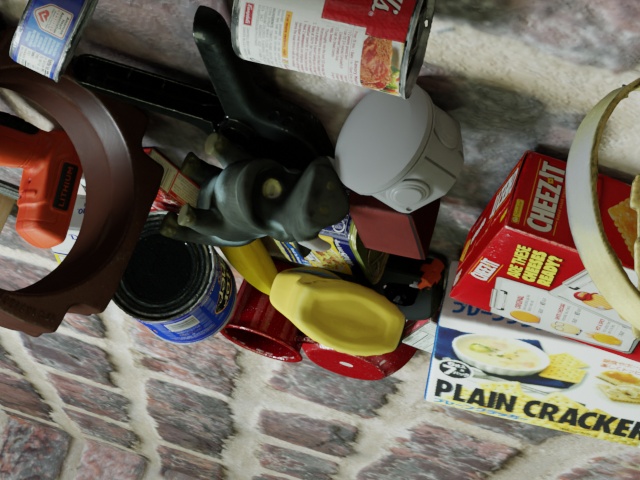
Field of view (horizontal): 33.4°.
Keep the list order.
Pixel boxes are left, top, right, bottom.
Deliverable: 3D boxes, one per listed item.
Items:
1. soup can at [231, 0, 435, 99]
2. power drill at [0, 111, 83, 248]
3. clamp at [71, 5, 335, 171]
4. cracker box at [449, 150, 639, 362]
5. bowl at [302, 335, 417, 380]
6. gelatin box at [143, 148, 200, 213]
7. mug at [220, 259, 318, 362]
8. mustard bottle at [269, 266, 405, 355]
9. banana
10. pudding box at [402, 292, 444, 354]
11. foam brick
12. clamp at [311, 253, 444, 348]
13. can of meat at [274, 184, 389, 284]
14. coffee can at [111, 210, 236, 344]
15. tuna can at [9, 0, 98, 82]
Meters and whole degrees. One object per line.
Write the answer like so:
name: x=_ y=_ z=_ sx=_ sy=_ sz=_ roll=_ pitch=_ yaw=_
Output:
soup can: x=0.008 y=-0.125 z=0.605 sx=0.102 sy=0.068 sz=0.068 roll=15 pitch=159 yaw=10
power drill: x=-0.291 y=-0.056 z=0.886 sx=0.057 sy=0.184 sz=0.187 roll=0 pitch=162 yaw=40
clamp: x=-0.058 y=-0.095 z=0.771 sx=0.209 sy=0.036 sz=0.165 roll=29 pitch=158 yaw=-30
cracker box: x=0.222 y=0.023 z=0.790 sx=0.213 sy=0.072 sz=0.164 roll=19 pitch=158 yaw=0
bowl: x=0.035 y=0.114 z=1.186 sx=0.162 sy=0.055 sz=0.162 roll=15 pitch=158 yaw=6
gelatin box: x=-0.156 y=-0.049 z=0.975 sx=0.073 sy=0.030 sz=0.089 roll=2 pitch=153 yaw=37
mug: x=-0.039 y=0.073 z=1.101 sx=0.117 sy=0.081 sz=0.093 roll=8 pitch=157 yaw=32
mustard bottle: x=0.004 y=0.057 z=0.962 sx=0.096 sy=0.058 sz=0.192 roll=16 pitch=-179 yaw=-13
banana: x=-0.071 y=-0.003 z=0.998 sx=0.070 sy=0.037 sz=0.197 roll=23 pitch=158 yaw=27
pudding box: x=0.146 y=0.095 z=1.073 sx=0.113 sy=0.039 sz=0.090 roll=24 pitch=158 yaw=-9
foam brick: x=0.058 y=-0.028 z=0.822 sx=0.051 sy=0.053 sz=0.078 roll=11 pitch=157 yaw=19
clamp: x=0.070 y=0.057 z=1.020 sx=0.120 sy=0.039 sz=0.172 roll=41 pitch=154 yaw=-20
can of meat: x=0.008 y=-0.011 z=0.900 sx=0.084 sy=0.057 sz=0.102 roll=12 pitch=158 yaw=21
coffee can: x=-0.139 y=0.039 z=1.010 sx=0.103 sy=0.103 sz=0.140 roll=15 pitch=168 yaw=7
tuna can: x=-0.162 y=-0.145 z=0.669 sx=0.033 sy=0.086 sz=0.086 roll=25 pitch=158 yaw=-13
